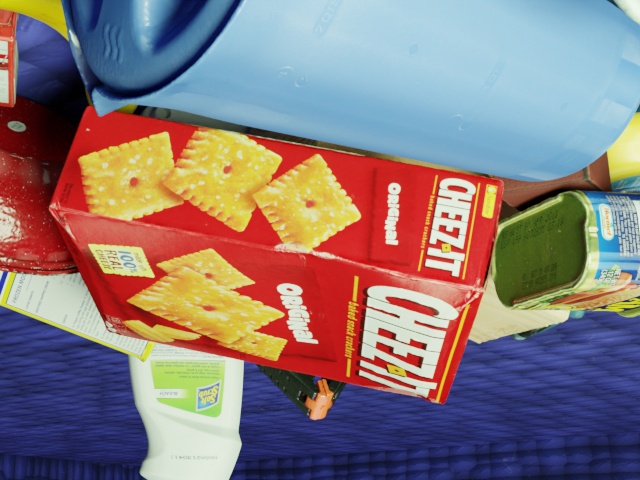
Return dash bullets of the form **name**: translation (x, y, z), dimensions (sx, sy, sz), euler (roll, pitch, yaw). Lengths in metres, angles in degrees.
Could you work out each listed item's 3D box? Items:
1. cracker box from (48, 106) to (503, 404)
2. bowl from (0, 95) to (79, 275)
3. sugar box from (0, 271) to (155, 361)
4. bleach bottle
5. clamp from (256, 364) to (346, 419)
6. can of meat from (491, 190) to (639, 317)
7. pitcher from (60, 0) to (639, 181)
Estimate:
- **cracker box**: translation (-0.022, 0.015, 0.582), dimensions (0.214, 0.072, 0.164), euler (12, 153, 6)
- **bowl**: translation (-0.189, -0.046, 0.628), dimensions (0.161, 0.162, 0.055), euler (11, 116, -35)
- **sugar box**: translation (-0.180, 0.010, 0.723), dimensions (0.176, 0.048, 0.093), euler (25, 124, -8)
- **bleach bottle**: translation (-0.111, 0.092, 0.833), dimensions (0.102, 0.251, 0.068), euler (1, 163, -3)
- **clamp**: translation (-0.010, 0.064, 0.901), dimensions (0.164, 0.210, 0.036), euler (0, 128, -22)
- **can of meat**: translation (0.151, 0.007, 0.576), dimensions (0.083, 0.057, 0.102), euler (2, 166, -21)
- **pitcher**: translation (0.034, -0.103, 0.429), dimensions (0.242, 0.145, 0.149), euler (10, 173, -43)
